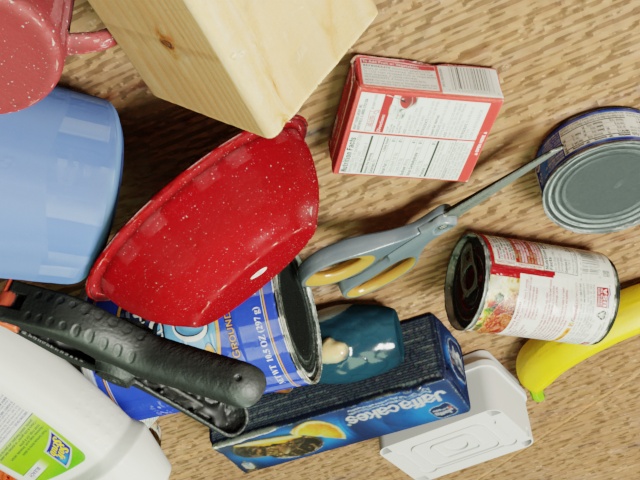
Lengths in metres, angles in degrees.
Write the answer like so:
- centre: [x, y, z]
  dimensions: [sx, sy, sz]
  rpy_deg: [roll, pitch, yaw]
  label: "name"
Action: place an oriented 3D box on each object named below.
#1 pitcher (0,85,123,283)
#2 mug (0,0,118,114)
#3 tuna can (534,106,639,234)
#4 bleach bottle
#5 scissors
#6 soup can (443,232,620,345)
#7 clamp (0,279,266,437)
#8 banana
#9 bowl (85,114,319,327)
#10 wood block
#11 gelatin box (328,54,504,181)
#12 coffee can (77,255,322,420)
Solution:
- centre: [-0.235, -0.034, 0.559]
  dimensions: [0.242, 0.145, 0.149]
  rpy_deg: [10, 126, -24]
  label: "pitcher"
- centre: [-0.150, -0.114, 0.519]
  dimensions: [0.117, 0.081, 0.093]
  rpy_deg: [6, 140, -12]
  label: "mug"
- centre: [0.179, -0.044, 0.673]
  dimensions: [0.086, 0.034, 0.086]
  rpy_deg: [-2, 141, -2]
  label: "tuna can"
- centre: [-0.192, 0.109, 0.677]
  dimensions: [0.250, 0.068, 0.103]
  rpy_deg: [40, 127, -8]
  label: "bleach bottle"
- centre: [0.058, -0.009, 0.686]
  dimensions: [0.096, 0.016, 0.202]
  rpy_deg: [-2, 154, -34]
  label: "scissors"
- centre: [0.146, 0.035, 0.739]
  dimensions: [0.102, 0.068, 0.069]
  rpy_deg: [8, 139, -16]
  label: "soup can"
- centre: [-0.111, 0.072, 0.639]
  dimensions: [0.171, 0.039, 0.120]
  rpy_deg: [23, 153, 9]
  label: "clamp"
- centre: [0.217, 0.068, 0.815]
  dimensions: [0.069, 0.037, 0.198]
  rpy_deg: [10, 143, -44]
  label: "banana"
- centre: [-0.054, 0.001, 0.616]
  dimensions: [0.162, 0.055, 0.162]
  rpy_deg: [-40, 172, -7]
  label: "bowl"
- centre: [-0.065, -0.151, 0.449]
  dimensions: [0.091, 0.090, 0.206]
  rpy_deg: [24, 157, 37]
  label: "wood block"
- centre: [0.054, -0.071, 0.632]
  dimensions: [0.089, 0.030, 0.073]
  rpy_deg: [4, 142, -10]
  label: "gelatin box"
- centre: [-0.080, 0.062, 0.725]
  dimensions: [0.140, 0.103, 0.102]
  rpy_deg: [-14, 140, 11]
  label: "coffee can"
